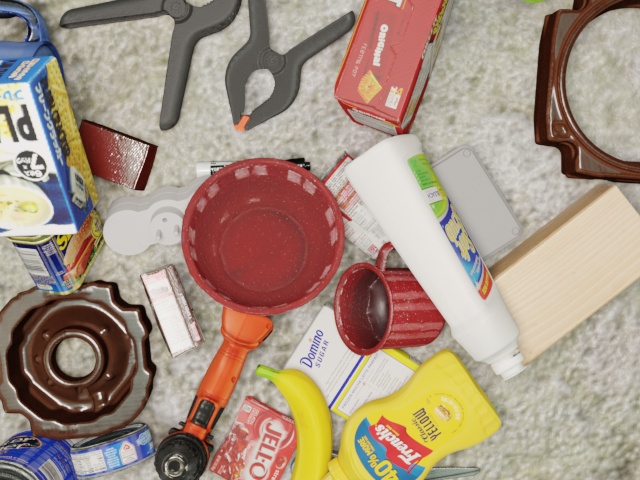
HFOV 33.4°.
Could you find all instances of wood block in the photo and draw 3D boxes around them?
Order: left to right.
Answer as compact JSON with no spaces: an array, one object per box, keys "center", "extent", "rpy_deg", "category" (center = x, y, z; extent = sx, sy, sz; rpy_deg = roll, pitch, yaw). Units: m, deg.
[{"center":[0.238,0.041,1.097],"extent":[0.206,0.090,0.091],"rpy_deg":[-38,91,3],"category":"wood block"}]

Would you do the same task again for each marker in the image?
[{"center":[-0.071,-0.076,1.133],"extent":[0.121,0.020,0.020],"rpy_deg":[-3,93,1],"category":"marker"}]

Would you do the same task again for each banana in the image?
[{"center":[-0.021,0.210,1.108],"extent":[0.069,0.037,0.198],"rpy_deg":[-6,108,4],"category":"banana"}]

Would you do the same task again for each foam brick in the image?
[{"center":[-0.217,-0.089,1.119],"extent":[0.078,0.053,0.051],"rpy_deg":[21,93,0],"category":"foam brick"}]

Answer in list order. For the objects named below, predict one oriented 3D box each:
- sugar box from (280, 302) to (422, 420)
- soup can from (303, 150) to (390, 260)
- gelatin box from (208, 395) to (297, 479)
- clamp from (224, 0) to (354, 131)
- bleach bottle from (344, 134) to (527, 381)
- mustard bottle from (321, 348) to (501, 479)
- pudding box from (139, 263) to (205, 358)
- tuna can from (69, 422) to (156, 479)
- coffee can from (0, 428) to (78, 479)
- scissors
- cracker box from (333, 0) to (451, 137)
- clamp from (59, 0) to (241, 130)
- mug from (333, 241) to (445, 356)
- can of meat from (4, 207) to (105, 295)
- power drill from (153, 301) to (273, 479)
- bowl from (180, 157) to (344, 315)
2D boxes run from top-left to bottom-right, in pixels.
[{"center":[0.054,0.150,1.128],"extent":[0.176,0.048,0.093],"rpy_deg":[33,94,3],"category":"sugar box"},{"center":[0.042,-0.035,1.108],"extent":[0.102,0.068,0.068],"rpy_deg":[40,93,-1],"category":"soup can"},{"center":[-0.067,0.221,1.141],"extent":[0.073,0.030,0.089],"rpy_deg":[28,93,0],"category":"gelatin box"},{"center":[-0.039,-0.190,1.118],"extent":[0.120,0.039,0.171],"rpy_deg":[18,100,0],"category":"clamp"},{"center":[0.121,0.019,1.028],"extent":[0.068,0.102,0.251],"rpy_deg":[-34,84,23],"category":"bleach bottle"},{"center":[0.079,0.199,1.076],"extent":[0.192,0.058,0.096],"rpy_deg":[-36,90,6],"category":"mustard bottle"},{"center":[-0.154,0.070,1.094],"extent":[0.039,0.114,0.090],"rpy_deg":[-22,91,-12],"category":"pudding box"},{"center":[-0.217,0.220,1.117],"extent":[0.086,0.086,0.034],"rpy_deg":[-16,91,2],"category":"tuna can"},{"center":[-0.307,0.258,1.093],"extent":[0.103,0.140,0.103],"rpy_deg":[0,93,1],"category":"coffee can"},{"center":[0.065,0.274,1.148],"extent":[0.202,0.016,0.096],"rpy_deg":[10,94,1],"category":"scissors"},{"center":[0.075,-0.191,1.027],"extent":[0.072,0.213,0.164],"rpy_deg":[19,93,6],"category":"cracker box"},{"center":[-0.146,-0.230,1.119],"extent":[0.210,0.036,0.164],"rpy_deg":[-37,91,2],"category":"clamp"},{"center":[0.074,0.057,1.077],"extent":[0.081,0.093,0.117],"rpy_deg":[1,100,-36],"category":"mug"},{"center":[-0.266,-0.007,1.087],"extent":[0.057,0.084,0.102],"rpy_deg":[6,48,18],"category":"can of meat"},{"center":[-0.110,0.155,1.073],"extent":[0.057,0.184,0.187],"rpy_deg":[26,83,-1],"category":"power drill"},{"center":[-0.057,0.001,1.068],"extent":[0.162,0.055,0.162],"rpy_deg":[0,74,-2],"category":"bowl"}]
